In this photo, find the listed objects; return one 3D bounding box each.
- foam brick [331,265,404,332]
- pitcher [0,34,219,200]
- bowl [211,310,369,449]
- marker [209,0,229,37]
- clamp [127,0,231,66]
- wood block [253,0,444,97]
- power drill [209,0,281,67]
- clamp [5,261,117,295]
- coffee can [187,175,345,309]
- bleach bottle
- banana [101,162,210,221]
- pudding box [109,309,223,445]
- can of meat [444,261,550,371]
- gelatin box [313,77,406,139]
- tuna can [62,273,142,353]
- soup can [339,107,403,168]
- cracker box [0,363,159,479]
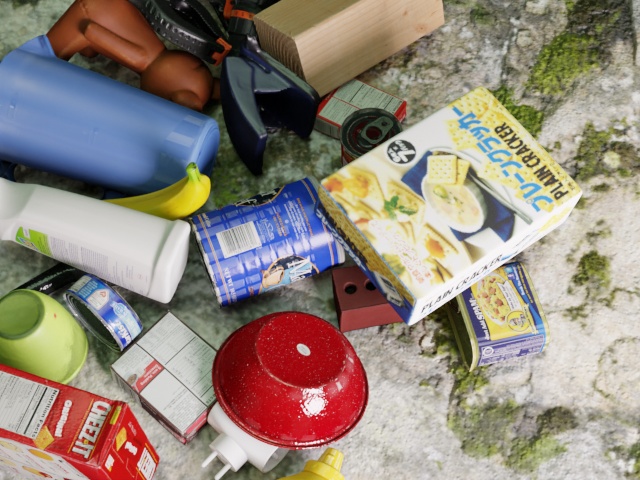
[{"bbox_3d":[0.053,0.058,1.119,0.078,0.051,0.053,-10,60,-3],"label":"foam brick"},{"bbox_3d":[-0.245,-0.110,1.189,0.243,0.149,0.145,19,53,5],"label":"pitcher"},{"bbox_3d":[-0.024,0.124,1.056,0.162,0.055,0.162,8,47,-9],"label":"bowl"},{"bbox_3d":[-0.127,-0.296,1.348,0.020,0.020,0.121,-22,62,-10],"label":"marker"},{"bbox_3d":[-0.187,-0.285,1.239,0.210,0.036,0.164,38,31,-5],"label":"clamp"},{"bbox_3d":[0.036,-0.262,1.263,0.205,0.090,0.091,-33,44,-18],"label":"wood block"},{"bbox_3d":[-0.137,-0.295,1.302,0.188,0.057,0.184,17,90,22],"label":"power drill"},{"bbox_3d":[-0.263,0.024,1.160,0.171,0.039,0.120,3,64,4],"label":"clamp"},{"bbox_3d":[-0.057,0.001,1.127,0.140,0.103,0.103,-20,61,-8],"label":"coffee can"},{"bbox_3d":[-0.263,-0.015,1.099,0.251,0.103,0.068,20,60,2],"label":"bleach bottle"},{"bbox_3d":[-0.183,-0.041,1.126,0.198,0.069,0.037,-17,44,33],"label":"banana"},{"bbox_3d":[-0.146,0.139,1.090,0.113,0.039,0.090,38,66,19],"label":"pudding box"},{"bbox_3d":[0.180,0.075,1.101,0.084,0.057,0.102,-12,61,-7],"label":"can of meat"},{"bbox_3d":[0.046,-0.146,1.249,0.089,0.030,0.073,27,64,17],"label":"gelatin box"},{"bbox_3d":[-0.224,0.075,1.102,0.086,0.086,0.033,36,66,20],"label":"tuna can"},{"bbox_3d":[0.056,-0.089,1.173,0.068,0.102,0.068,-1,60,2],"label":"soup can"},{"bbox_3d":[-0.271,0.175,1.002,0.214,0.164,0.072,15,64,11],"label":"cracker box"}]
